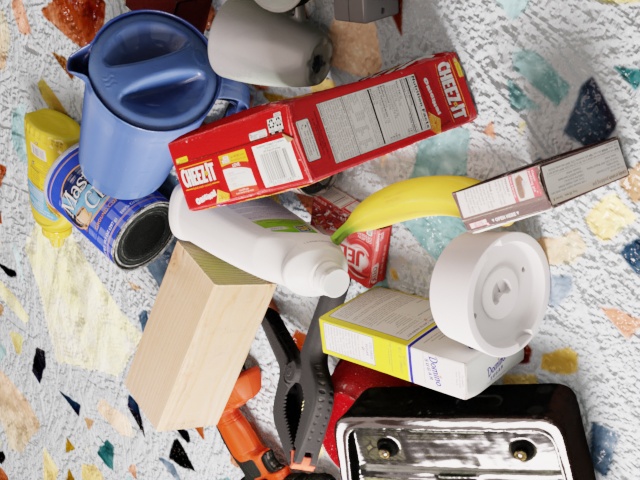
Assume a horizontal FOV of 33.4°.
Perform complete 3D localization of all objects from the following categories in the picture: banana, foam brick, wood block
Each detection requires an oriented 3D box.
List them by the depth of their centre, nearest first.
[{"bbox_3d":[0.099,-0.029,0.968,0.198,0.069,0.037,-9,141,42],"label":"banana"},{"bbox_3d":[-0.162,-0.256,1.133,0.078,0.052,0.051,43,135,24],"label":"foam brick"},{"bbox_3d":[-0.139,0.108,1.221,0.091,0.090,0.206,46,123,40],"label":"wood block"}]

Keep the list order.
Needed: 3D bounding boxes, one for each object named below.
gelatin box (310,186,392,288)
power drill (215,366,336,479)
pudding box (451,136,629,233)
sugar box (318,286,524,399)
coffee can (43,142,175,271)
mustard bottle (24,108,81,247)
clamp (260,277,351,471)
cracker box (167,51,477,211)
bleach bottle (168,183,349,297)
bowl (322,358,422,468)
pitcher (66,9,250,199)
[{"bbox_3d":[0.029,-0.003,1.080,0.089,0.030,0.073,32,131,33],"label":"gelatin box"},{"bbox_3d":[-0.070,0.251,1.295,0.185,0.057,0.187,-25,90,47],"label":"power drill"},{"bbox_3d":[0.174,-0.045,0.842,0.090,0.113,0.039,-19,92,49],"label":"pudding box"},{"bbox_3d":[0.094,0.094,1.013,0.177,0.093,0.048,17,122,41],"label":"sugar box"},{"bbox_3d":[-0.255,-0.043,1.303,0.140,0.102,0.103,39,134,26],"label":"coffee can"},{"bbox_3d":[-0.354,-0.073,1.427,0.096,0.058,0.192,31,130,31],"label":"mustard bottle"},{"bbox_3d":[-0.024,0.140,1.139,0.165,0.036,0.210,-25,56,54],"label":"clamp"},{"bbox_3d":[0.003,-0.095,0.919,0.164,0.213,0.072,-11,100,48],"label":"cracker box"},{"bbox_3d":[-0.057,0.001,1.075,0.251,0.102,0.068,31,122,53],"label":"bleach bottle"},{"bbox_3d":[0.047,0.195,1.119,0.162,0.055,0.162,18,115,44],"label":"bowl"},{"bbox_3d":[-0.185,-0.130,1.149,0.149,0.144,0.243,48,155,2],"label":"pitcher"}]
